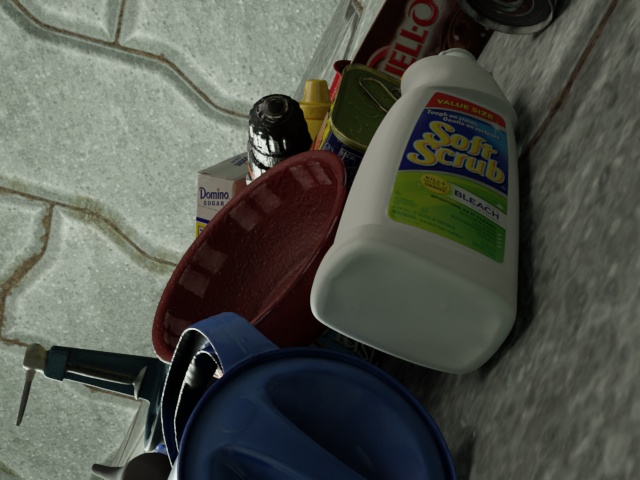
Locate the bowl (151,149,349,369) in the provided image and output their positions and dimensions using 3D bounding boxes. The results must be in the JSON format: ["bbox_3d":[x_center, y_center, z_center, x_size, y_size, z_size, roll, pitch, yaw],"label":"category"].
[{"bbox_3d":[-0.029,0.023,0.649,0.162,0.055,0.162,-36,27,22],"label":"bowl"}]

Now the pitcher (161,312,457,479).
[{"bbox_3d":[-0.038,0.157,0.572,0.243,0.145,0.149,121,167,-53],"label":"pitcher"}]

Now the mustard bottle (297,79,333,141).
[{"bbox_3d":[-0.004,-0.050,0.973,0.096,0.058,0.192,-77,-12,-77],"label":"mustard bottle"}]

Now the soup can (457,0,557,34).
[{"bbox_3d":[0.140,-0.202,0.726,0.102,0.068,0.069,-67,8,-19],"label":"soup can"}]

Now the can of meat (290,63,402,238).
[{"bbox_3d":[0.022,-0.057,0.721,0.102,0.057,0.084,-76,11,-53],"label":"can of meat"}]

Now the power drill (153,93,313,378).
[{"bbox_3d":[-0.055,0.001,0.797,0.187,0.057,0.184,-62,-14,-20],"label":"power drill"}]

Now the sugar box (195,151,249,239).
[{"bbox_3d":[-0.070,0.016,0.931,0.093,0.048,0.176,-30,-53,-56],"label":"sugar box"}]

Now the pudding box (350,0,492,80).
[{"bbox_3d":[0.088,-0.173,0.891,0.114,0.090,0.039,-61,9,28],"label":"pudding box"}]

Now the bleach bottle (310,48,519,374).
[{"bbox_3d":[0.064,-0.041,0.614,0.250,0.102,0.068,-77,13,-50],"label":"bleach bottle"}]
